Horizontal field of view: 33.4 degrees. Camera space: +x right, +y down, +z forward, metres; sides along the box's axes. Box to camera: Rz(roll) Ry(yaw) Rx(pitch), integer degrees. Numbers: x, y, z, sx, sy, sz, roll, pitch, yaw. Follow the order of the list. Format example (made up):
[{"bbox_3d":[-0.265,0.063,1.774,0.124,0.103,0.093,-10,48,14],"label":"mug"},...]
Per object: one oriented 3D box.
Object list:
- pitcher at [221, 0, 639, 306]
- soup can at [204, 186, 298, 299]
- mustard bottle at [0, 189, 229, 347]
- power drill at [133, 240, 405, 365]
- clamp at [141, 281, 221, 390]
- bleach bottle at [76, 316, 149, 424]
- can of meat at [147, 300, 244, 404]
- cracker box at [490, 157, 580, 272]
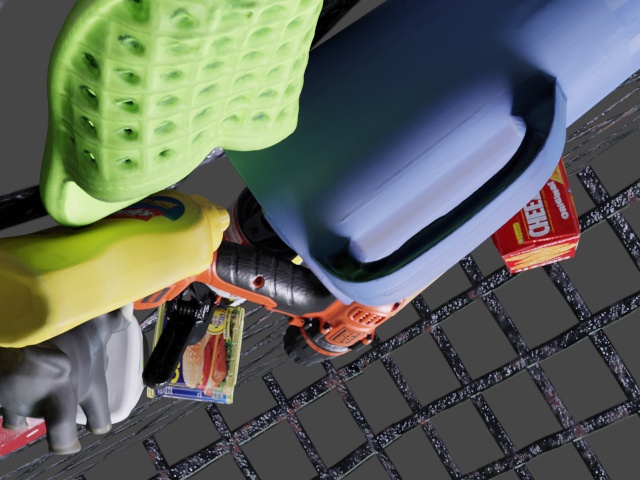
[{"bbox_3d":[0.072,-0.077,0.593,0.243,0.149,0.145,-36,175,5],"label":"pitcher"},{"bbox_3d":[-0.056,0.001,0.871,0.068,0.068,0.102,-26,172,-34],"label":"soup can"},{"bbox_3d":[-0.122,0.008,0.640,0.096,0.058,0.191,-2,-167,37],"label":"mustard bottle"},{"bbox_3d":[-0.048,0.041,0.809,0.187,0.057,0.185,15,153,-16],"label":"power drill"},{"bbox_3d":[-0.123,0.071,0.965,0.171,0.039,0.120,25,83,-81],"label":"clamp"},{"bbox_3d":[-0.193,0.122,0.992,0.068,0.102,0.251,5,169,-4],"label":"bleach bottle"},{"bbox_3d":[-0.123,0.110,1.064,0.084,0.102,0.057,7,169,-1],"label":"can of meat"},{"bbox_3d":[0.167,-0.062,0.921,0.072,0.164,0.213,-16,172,9],"label":"cracker box"}]
